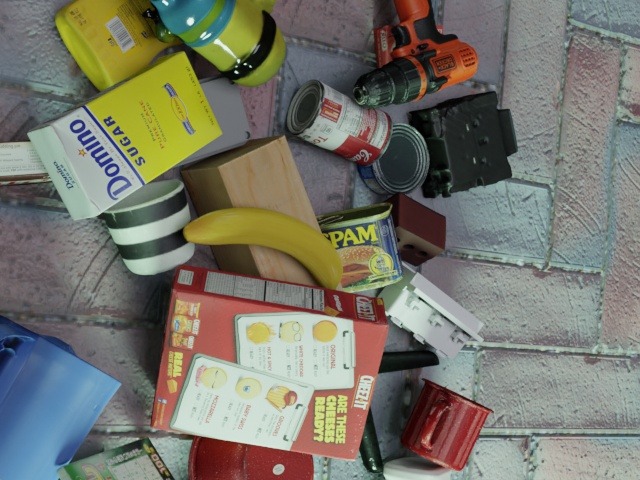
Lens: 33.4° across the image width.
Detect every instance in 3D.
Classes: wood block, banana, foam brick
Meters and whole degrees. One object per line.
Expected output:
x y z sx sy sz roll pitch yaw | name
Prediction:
-0.057 0.001 1.144 0.090 0.091 0.206 -28 106 -29 | wood block
-0.044 0.005 1.075 0.197 0.037 0.069 28 76 -30 | banana
0.103 -0.012 1.262 0.078 0.053 0.051 26 50 -30 | foam brick

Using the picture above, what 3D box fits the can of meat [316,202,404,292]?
0.039 0.010 1.205 0.057 0.102 0.084 -58 136 -71 | can of meat

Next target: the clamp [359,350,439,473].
0.041 0.167 1.242 0.209 0.036 0.164 34 72 -33 | clamp

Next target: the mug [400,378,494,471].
0.142 0.216 1.244 0.081 0.093 0.117 -65 160 -3 | mug

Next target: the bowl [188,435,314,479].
-0.060 0.244 1.144 0.161 0.055 0.162 12 70 -37 | bowl

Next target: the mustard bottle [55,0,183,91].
-0.169 -0.239 1.086 0.191 0.058 0.096 -42 114 -25 | mustard bottle

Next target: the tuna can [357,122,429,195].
0.086 -0.096 1.270 0.085 0.034 0.086 -1 91 -33 | tuna can

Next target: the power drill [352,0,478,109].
0.083 -0.250 1.217 0.184 0.057 0.187 -23 93 -38 | power drill

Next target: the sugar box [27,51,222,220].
-0.178 -0.100 0.998 0.176 0.048 0.093 -42 114 -42 | sugar box

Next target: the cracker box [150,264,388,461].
-0.053 0.123 1.076 0.213 0.072 0.164 10 114 -5 | cracker box

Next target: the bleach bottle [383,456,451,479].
0.101 0.388 1.258 0.102 0.068 0.251 13 84 -65 | bleach bottle

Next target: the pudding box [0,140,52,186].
-0.290 -0.070 0.990 0.113 0.090 0.039 -9 93 -34 | pudding box

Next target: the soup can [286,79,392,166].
0.022 -0.133 1.207 0.102 0.069 0.068 21 79 -31 | soup can

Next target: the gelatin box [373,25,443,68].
0.109 -0.221 1.285 0.089 0.030 0.073 -7 94 -33 | gelatin box

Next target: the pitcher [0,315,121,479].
-0.301 0.193 0.963 0.149 0.145 0.242 34 76 -20 | pitcher
